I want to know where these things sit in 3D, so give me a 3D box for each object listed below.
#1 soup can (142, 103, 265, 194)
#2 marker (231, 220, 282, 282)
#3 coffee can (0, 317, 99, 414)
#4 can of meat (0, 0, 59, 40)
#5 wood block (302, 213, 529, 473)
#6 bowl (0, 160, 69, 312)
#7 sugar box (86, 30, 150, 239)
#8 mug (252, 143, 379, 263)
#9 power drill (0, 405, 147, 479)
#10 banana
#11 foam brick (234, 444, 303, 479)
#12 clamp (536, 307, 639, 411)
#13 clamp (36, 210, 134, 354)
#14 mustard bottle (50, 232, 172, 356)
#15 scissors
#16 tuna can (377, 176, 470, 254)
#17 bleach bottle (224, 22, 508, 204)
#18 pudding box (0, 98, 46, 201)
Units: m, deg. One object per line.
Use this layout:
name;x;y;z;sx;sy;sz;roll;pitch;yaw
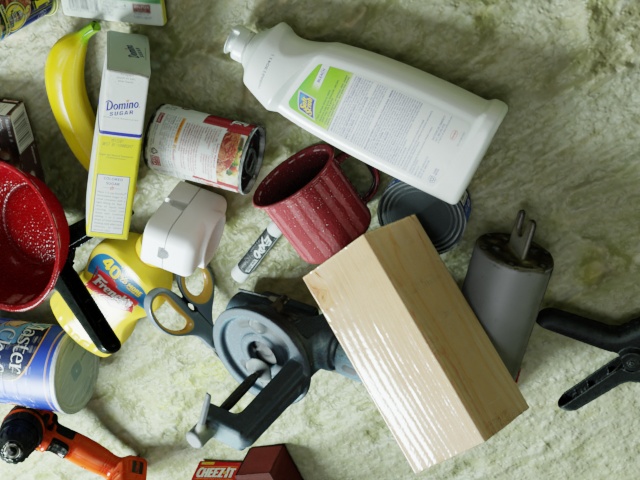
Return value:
soup can;-0.112;-0.089;1.033;0.102;0.068;0.068;15;127;11
marker;-0.057;0.001;1.106;0.020;0.020;0.121;36;128;-6
coffee can;-0.349;0.146;1.265;0.140;0.102;0.103;6;125;18
can of meat;-0.298;-0.241;0.982;0.058;0.083;0.102;9;126;28
wood block;0.087;0.093;0.976;0.091;0.090;0.206;-36;80;39
bowl;-0.315;-0.010;1.108;0.162;0.055;0.162;9;109;27
sugar box;-0.192;-0.099;1.015;0.048;0.093;0.176;7;122;-15
mug;0.005;-0.040;1.020;0.117;0.093;0.081;-38;114;-2
power drill;-0.302;0.262;1.298;0.187;0.184;0.057;35;93;-10
banana;-0.235;-0.126;1.069;0.070;0.037;0.198;12;130;25
foam brick;-0.058;0.293;1.289;0.053;0.051;0.078;-12;118;28
clamp;0.293;0.102;1.030;0.172;0.039;0.120;-18;120;23
clamp;-0.283;0.028;1.157;0.210;0.036;0.164;11;104;34
mustard bottle;-0.217;0.046;1.173;0.096;0.058;0.192;47;126;-1
scissors;-0.116;0.090;1.182;0.016;0.096;0.201;14;163;43
tuna can;0.099;-0.029;1.015;0.086;0.033;0.086;10;126;14
bleach bottle;0.032;-0.131;0.950;0.251;0.068;0.103;28;110;6
pudding box;-0.348;-0.097;1.136;0.090;0.039;0.113;8;126;16
